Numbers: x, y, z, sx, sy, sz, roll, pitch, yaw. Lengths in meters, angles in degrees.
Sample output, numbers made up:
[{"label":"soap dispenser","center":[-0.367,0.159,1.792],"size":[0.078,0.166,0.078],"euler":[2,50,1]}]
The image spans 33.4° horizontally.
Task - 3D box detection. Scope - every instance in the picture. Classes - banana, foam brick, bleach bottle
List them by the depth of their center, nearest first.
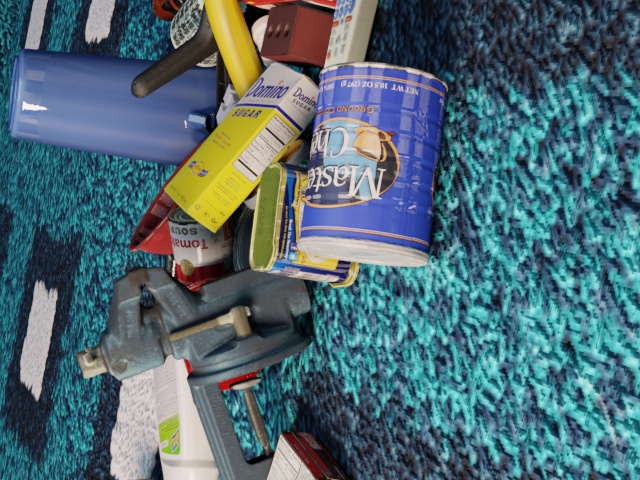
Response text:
[{"label":"foam brick","center":[-0.020,-0.203,1.065],"size":[0.078,0.051,0.053],"euler":[18,96,64]},{"label":"banana","center":[-0.088,-0.201,1.130],"size":[0.069,0.037,0.198],"euler":[-105,-5,-71]},{"label":"bleach bottle","center":[-0.147,0.193,1.170],"size":[0.103,0.068,0.251],"euler":[-39,50,55]}]

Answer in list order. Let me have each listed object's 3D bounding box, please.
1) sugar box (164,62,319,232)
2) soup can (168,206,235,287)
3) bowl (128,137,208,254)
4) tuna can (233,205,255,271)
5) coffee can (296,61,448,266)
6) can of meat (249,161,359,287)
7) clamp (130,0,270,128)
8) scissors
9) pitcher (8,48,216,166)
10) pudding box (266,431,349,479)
[{"label":"sugar box","center":[-0.076,-0.096,1.066],"size":[0.176,0.048,0.093],"euler":[-52,29,0]},{"label":"soup can","center":[-0.122,0.017,1.136],"size":[0.069,0.068,0.102],"euler":[-145,45,-62]},{"label":"bowl","center":[-0.152,-0.040,1.231],"size":[0.162,0.055,0.162],"euler":[-48,18,20]},{"label":"tuna can","center":[-0.057,0.001,1.086],"size":[0.086,0.033,0.086],"euler":[-33,52,56]},{"label":"coffee can","center":[0.041,-0.056,0.830],"size":[0.103,0.102,0.140],"euler":[-6,75,63]},{"label":"can of meat","center":[-0.012,-0.015,0.943],"size":[0.058,0.083,0.102],"euler":[-10,72,63]},{"label":"clamp","center":[-0.105,-0.218,1.199],"size":[0.036,0.164,0.210],"euler":[34,91,35]},{"label":"scissors","center":[-0.050,-0.084,1.113],"size":[0.096,0.016,0.202],"euler":[-41,18,11]},{"label":"pitcher","center":[-0.253,-0.165,1.308],"size":[0.149,0.242,0.145],"euler":[122,148,-51]},{"label":"pudding box","center":[-0.019,0.234,0.920],"size":[0.090,0.039,0.113],"euler":[41,116,61]}]
